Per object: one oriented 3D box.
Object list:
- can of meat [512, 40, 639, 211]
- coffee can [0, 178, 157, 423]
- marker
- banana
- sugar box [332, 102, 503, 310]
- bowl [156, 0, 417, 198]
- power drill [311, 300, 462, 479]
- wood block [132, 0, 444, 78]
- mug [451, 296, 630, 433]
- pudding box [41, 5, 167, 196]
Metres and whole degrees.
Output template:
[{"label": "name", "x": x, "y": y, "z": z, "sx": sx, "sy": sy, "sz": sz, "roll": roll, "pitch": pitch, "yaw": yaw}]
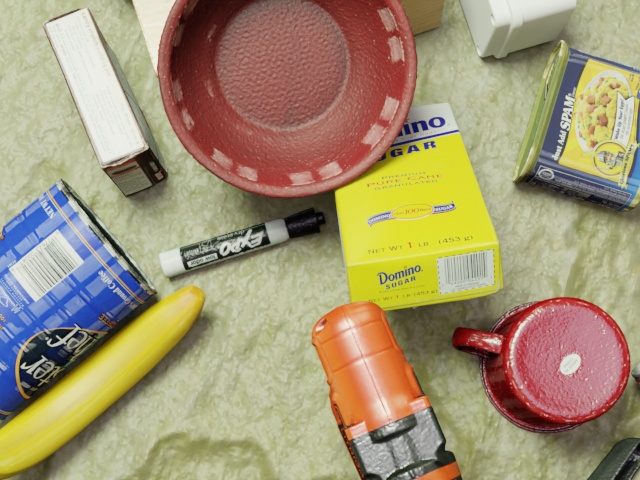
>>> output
[{"label": "can of meat", "x": 0.191, "y": -0.078, "z": 0.749, "sx": 0.084, "sy": 0.057, "sz": 0.102, "roll": 17, "pitch": 82, "yaw": 3}, {"label": "coffee can", "x": -0.197, "y": 0.041, "z": 0.719, "sx": 0.140, "sy": 0.103, "sz": 0.103, "roll": -40, "pitch": 81, "yaw": -5}, {"label": "marker", "x": -0.055, "y": 0.001, "z": 0.763, "sx": 0.121, "sy": 0.020, "sz": 0.020, "roll": -17, "pitch": 80, "yaw": -1}, {"label": "banana", "x": -0.157, "y": 0.102, "z": 0.725, "sx": 0.197, "sy": 0.070, "sz": 0.037, "roll": -41, "pitch": 96, "yaw": -19}, {"label": "sugar box", "x": 0.055, "y": -0.028, "z": 0.698, "sx": 0.093, "sy": 0.048, "sz": 0.176, "roll": -8, "pitch": 38, "yaw": 0}, {"label": "bowl", "x": -0.022, "y": -0.111, "z": 0.682, "sx": 0.162, "sy": 0.055, "sz": 0.162, "roll": -1, "pitch": 104, "yaw": -6}, {"label": "power drill", "x": 0.050, "y": 0.134, "z": 0.652, "sx": 0.057, "sy": 0.187, "sz": 0.184, "roll": -20, "pitch": 79, "yaw": -3}, {"label": "wood block", "x": -0.023, "y": -0.175, "z": 0.756, "sx": 0.206, "sy": 0.091, "sz": 0.090, "roll": -19, "pitch": 80, "yaw": -1}, {"label": "mug", "x": 0.145, "y": 0.078, "z": 0.711, "sx": 0.117, "sy": 0.081, "sz": 0.093, "roll": 18, "pitch": 81, "yaw": 5}, {"label": "pudding box", "x": -0.150, "y": -0.095, "z": 0.747, "sx": 0.039, "sy": 0.090, "sz": 0.113, "roll": -26, "pitch": 81, "yaw": -3}]
